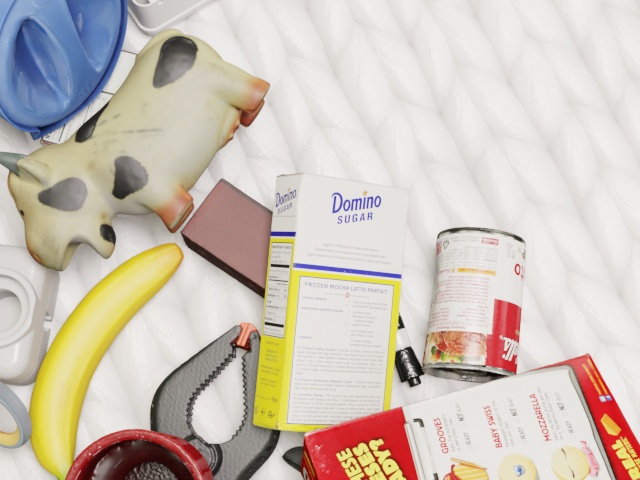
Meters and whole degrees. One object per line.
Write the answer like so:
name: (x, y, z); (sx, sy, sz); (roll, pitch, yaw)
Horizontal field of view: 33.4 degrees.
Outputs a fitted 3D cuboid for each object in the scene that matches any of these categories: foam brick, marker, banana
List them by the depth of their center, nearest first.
banana: (-0.164, 0.085, 0.775); (0.069, 0.037, 0.197); (18, 74, 5)
foam brick: (-0.055, 0.001, 0.789); (0.078, 0.053, 0.051); (33, 78, 8)
marker: (0.048, 0.052, 0.795); (0.020, 0.020, 0.121); (-20, 77, -6)

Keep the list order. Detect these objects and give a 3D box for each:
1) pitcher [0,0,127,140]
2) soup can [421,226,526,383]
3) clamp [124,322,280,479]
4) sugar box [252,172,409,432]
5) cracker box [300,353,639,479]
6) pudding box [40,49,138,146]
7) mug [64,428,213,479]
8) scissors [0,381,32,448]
pitcher: (-0.269, -0.192, 0.770); (0.243, 0.145, 0.149); (27, 84, 20)
soup can: (0.112, 0.048, 0.772); (0.068, 0.068, 0.102); (7, 76, 1)
clamp: (-0.077, 0.163, 0.757); (0.164, 0.036, 0.210); (26, 81, 5)
sugar box: (0.008, 0.045, 0.750); (0.093, 0.048, 0.176); (8, 84, -31)
cracker box: (0.113, 0.182, 0.700); (0.213, 0.072, 0.164); (-14, 56, -13)
pudding box: (-0.147, -0.097, 0.820); (0.113, 0.039, 0.090); (15, 78, 5)
mug: (-0.102, 0.167, 0.696); (0.117, 0.081, 0.093); (-5, 82, 2)
scissors: (-0.258, 0.073, 0.724); (0.096, 0.016, 0.202); (-4, 114, 21)
